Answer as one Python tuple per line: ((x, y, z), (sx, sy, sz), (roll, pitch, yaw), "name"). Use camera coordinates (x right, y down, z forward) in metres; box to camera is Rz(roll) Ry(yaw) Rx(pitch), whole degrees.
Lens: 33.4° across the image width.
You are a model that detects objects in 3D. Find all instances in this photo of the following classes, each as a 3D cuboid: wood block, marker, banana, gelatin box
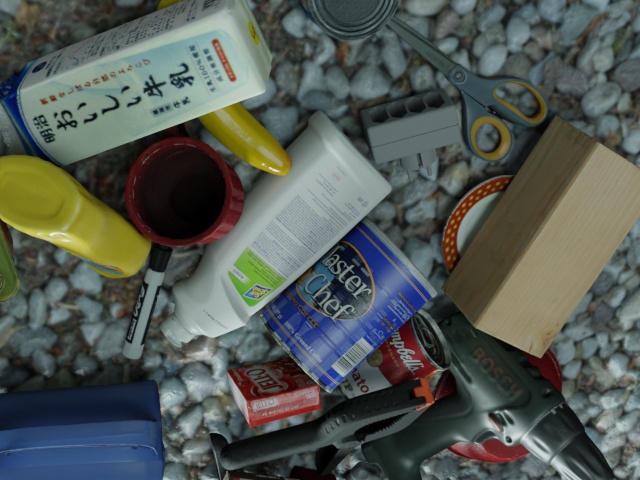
((0.222, -0.004, 1.042), (0.090, 0.090, 0.206), (25, 104, -27), "wood block")
((-0.163, 0.056, 1.008), (0.020, 0.020, 0.121), (12, 109, -22), "marker")
((-0.092, -0.136, 0.919), (0.037, 0.070, 0.197), (-48, 122, -41), "banana")
((-0.046, 0.146, 1.046), (0.073, 0.089, 0.030), (-11, 106, -14), "gelatin box")

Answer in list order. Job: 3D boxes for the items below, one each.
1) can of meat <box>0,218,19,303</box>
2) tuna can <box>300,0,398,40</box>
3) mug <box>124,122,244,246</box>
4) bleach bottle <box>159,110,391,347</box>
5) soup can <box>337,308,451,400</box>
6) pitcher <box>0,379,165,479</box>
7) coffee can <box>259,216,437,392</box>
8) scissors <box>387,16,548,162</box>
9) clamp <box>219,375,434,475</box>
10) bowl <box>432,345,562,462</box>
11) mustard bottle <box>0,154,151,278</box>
((-0.294, -0.006, 0.901), (0.057, 0.084, 0.102), (-18, 118, -10), "can of meat")
((0.025, -0.221, 0.936), (0.086, 0.034, 0.086), (-7, 115, -15), "tuna can")
((-0.116, -0.051, 0.932), (0.093, 0.081, 0.117), (-16, 85, 7), "mug")
((-0.057, 0.001, 0.995), (0.251, 0.068, 0.102), (-43, 121, 6), "bleach bottle")
((0.070, 0.120, 1.068), (0.102, 0.068, 0.068), (-31, 122, 23), "soup can")
((-0.263, 0.194, 0.973), (0.242, 0.145, 0.149), (0, 117, -15), "pitcher")
((0.027, 0.061, 1.020), (0.140, 0.103, 0.102), (-43, 119, 0), "coffee can")
((0.127, -0.138, 1.017), (0.201, 0.016, 0.096), (17, 107, -24), "scissors")
((0.027, 0.188, 1.054), (0.210, 0.036, 0.164), (-27, 153, 23), "clamp")
((0.204, 0.186, 1.167), (0.162, 0.055, 0.162), (-7, 115, -15), "bowl")
((-0.197, -0.010, 0.906), (0.058, 0.096, 0.191), (-64, 157, -9), "mustard bottle")
